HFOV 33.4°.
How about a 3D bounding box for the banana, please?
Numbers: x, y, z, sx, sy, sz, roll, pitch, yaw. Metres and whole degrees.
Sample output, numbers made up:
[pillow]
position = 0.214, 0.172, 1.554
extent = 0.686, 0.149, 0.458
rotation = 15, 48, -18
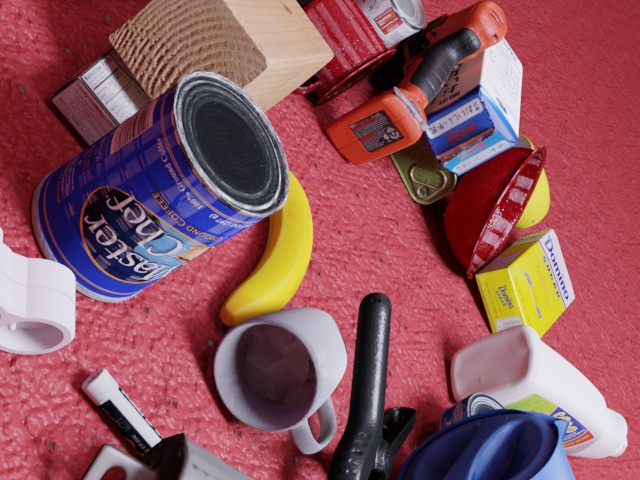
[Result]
[banana]
position = -0.039, 0.006, 0.871
extent = 0.069, 0.037, 0.197
rotation = 25, 42, -17

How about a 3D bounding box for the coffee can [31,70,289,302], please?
[coffee can]
position = -0.106, -0.033, 0.701
extent = 0.102, 0.141, 0.103
rotation = 35, 40, -36

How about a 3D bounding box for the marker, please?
[marker]
position = -0.108, 0.133, 0.684
extent = 0.121, 0.020, 0.020
rotation = 53, 33, -14

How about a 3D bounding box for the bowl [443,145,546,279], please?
[bowl]
position = 0.178, -0.040, 1.141
extent = 0.055, 0.162, 0.161
rotation = 30, 26, 18

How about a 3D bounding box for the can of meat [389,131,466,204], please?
[can of meat]
position = 0.121, -0.096, 1.158
extent = 0.083, 0.058, 0.102
rotation = -21, 83, -60

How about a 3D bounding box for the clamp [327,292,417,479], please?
[clamp]
position = 0.034, 0.155, 0.809
extent = 0.209, 0.036, 0.164
rotation = -67, 152, -46

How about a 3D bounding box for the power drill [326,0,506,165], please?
[power drill]
position = 0.084, -0.157, 1.079
extent = 0.057, 0.185, 0.187
rotation = 48, 54, -15

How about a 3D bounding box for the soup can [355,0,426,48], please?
[soup can]
position = 0.050, -0.223, 1.111
extent = 0.068, 0.102, 0.068
rotation = 34, 41, -36

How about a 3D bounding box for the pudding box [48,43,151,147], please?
[pudding box]
position = -0.137, -0.088, 0.798
extent = 0.113, 0.039, 0.090
rotation = 50, 32, -14

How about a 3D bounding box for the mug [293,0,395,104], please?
[mug]
position = 0.004, -0.187, 1.045
extent = 0.117, 0.093, 0.081
rotation = -34, 90, -22

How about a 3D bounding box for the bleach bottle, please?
[bleach bottle]
position = 0.242, 0.167, 1.078
extent = 0.250, 0.103, 0.068
rotation = 31, 47, -38

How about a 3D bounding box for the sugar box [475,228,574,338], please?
[sugar box]
position = 0.234, 0.053, 1.201
extent = 0.175, 0.048, 0.093
rotation = -29, 103, -56

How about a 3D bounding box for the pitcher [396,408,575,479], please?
[pitcher]
position = 0.156, 0.270, 0.844
extent = 0.243, 0.149, 0.144
rotation = 65, 23, -15

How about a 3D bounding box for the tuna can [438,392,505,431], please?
[tuna can]
position = 0.145, 0.178, 0.940
extent = 0.086, 0.034, 0.086
rotation = 34, 34, -28

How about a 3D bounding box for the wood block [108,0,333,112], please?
[wood block]
position = -0.069, -0.152, 0.846
extent = 0.091, 0.090, 0.206
rotation = 54, 18, -1
